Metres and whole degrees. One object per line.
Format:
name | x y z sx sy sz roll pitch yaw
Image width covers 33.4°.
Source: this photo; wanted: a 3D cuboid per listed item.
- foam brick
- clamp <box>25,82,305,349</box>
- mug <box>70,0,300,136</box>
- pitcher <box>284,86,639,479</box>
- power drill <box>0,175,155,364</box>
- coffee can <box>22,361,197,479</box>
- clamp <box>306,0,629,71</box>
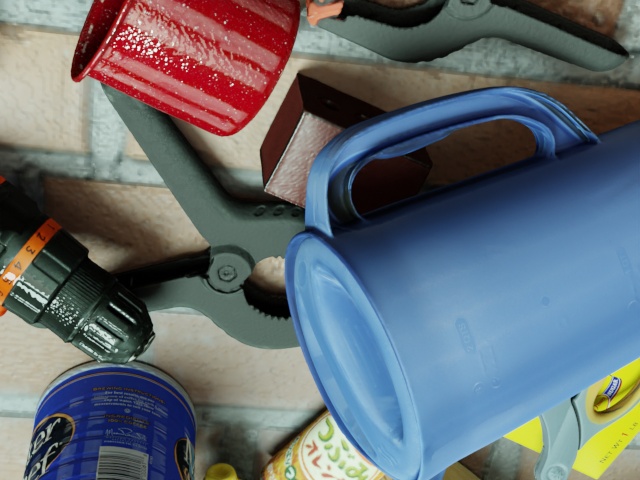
foam brick | 0.013 -0.044 0.573 0.078 0.053 0.051 21 115 -17
clamp | -0.054 0.001 0.601 0.210 0.036 0.165 14 118 -9
mug | -0.059 -0.112 0.515 0.081 0.093 0.117 24 78 -23
pitcher | 0.110 0.008 0.540 0.242 0.145 0.149 -22 148 -19
power drill | -0.206 0.050 0.584 0.184 0.057 0.188 38 110 -5
coffee can | -0.123 0.151 0.620 0.102 0.140 0.103 -3 120 -5
clamp | 0.078 -0.140 0.533 0.171 0.039 0.120 -2 118 -4
